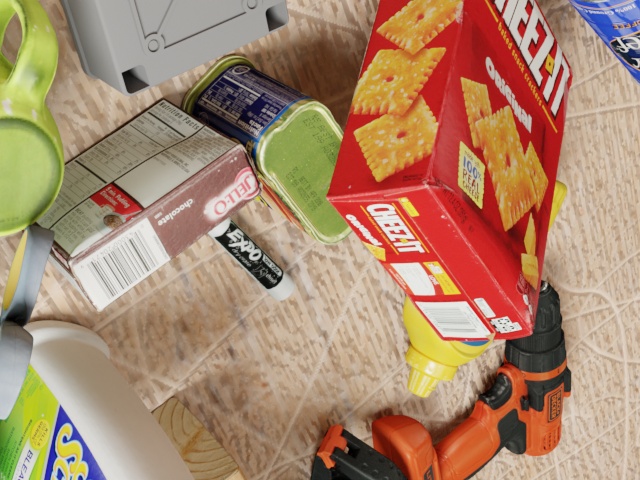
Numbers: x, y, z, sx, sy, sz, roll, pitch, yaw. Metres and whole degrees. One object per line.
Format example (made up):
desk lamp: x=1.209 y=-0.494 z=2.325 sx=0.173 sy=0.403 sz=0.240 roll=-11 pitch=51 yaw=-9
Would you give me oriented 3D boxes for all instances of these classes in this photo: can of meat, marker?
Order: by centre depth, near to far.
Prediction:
can of meat: x=-0.022 y=-0.052 z=0.634 sx=0.057 sy=0.084 sz=0.102 roll=-47 pitch=134 yaw=-9
marker: x=-0.054 y=0.001 z=0.682 sx=0.020 sy=0.020 sz=0.121 roll=-49 pitch=134 yaw=-7

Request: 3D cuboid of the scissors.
scissors: x=-0.156 y=0.042 z=0.534 sx=0.016 sy=0.202 sz=0.096 roll=16 pitch=84 yaw=-18

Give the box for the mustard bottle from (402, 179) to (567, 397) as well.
mustard bottle: x=0.112 y=0.031 z=0.805 sx=0.096 sy=0.058 sz=0.192 roll=13 pitch=104 yaw=-47

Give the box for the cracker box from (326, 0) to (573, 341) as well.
cracker box: x=0.091 y=-0.069 z=0.657 sx=0.164 sy=0.072 sz=0.213 roll=49 pitch=47 yaw=-44

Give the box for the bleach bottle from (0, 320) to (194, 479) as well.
bleach bottle: x=-0.101 y=0.141 z=0.558 sx=0.068 sy=0.251 sz=0.102 roll=17 pitch=101 yaw=-43

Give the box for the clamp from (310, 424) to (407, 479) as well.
clamp: x=0.036 y=0.212 z=0.834 sx=0.171 sy=0.120 sz=0.039 roll=54 pitch=37 yaw=-22

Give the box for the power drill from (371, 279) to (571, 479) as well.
power drill: x=0.130 y=0.138 z=0.878 sx=0.187 sy=0.057 sz=0.184 roll=-28 pitch=128 yaw=-25

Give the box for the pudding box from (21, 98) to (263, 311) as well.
pudding box: x=-0.101 y=-0.024 z=0.582 sx=0.113 sy=0.090 sz=0.039 roll=-36 pitch=129 yaw=-18
